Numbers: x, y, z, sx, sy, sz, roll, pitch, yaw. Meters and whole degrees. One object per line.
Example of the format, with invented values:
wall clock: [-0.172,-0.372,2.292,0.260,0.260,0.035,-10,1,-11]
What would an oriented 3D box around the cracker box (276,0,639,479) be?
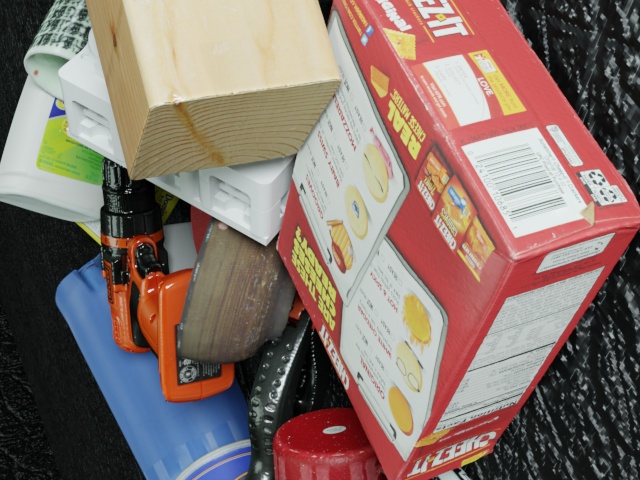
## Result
cracker box: [0.051,-0.003,0.513,0.214,0.072,0.164,104,146,-53]

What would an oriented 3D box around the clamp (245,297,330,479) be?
clamp: [-0.021,0.139,0.765,0.036,0.164,0.210,13,101,20]

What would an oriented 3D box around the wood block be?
wood block: [-0.069,-0.145,0.519,0.091,0.090,0.206,131,126,-66]

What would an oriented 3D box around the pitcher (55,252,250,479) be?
pitcher: [-0.144,0.128,1.022,0.243,0.148,0.145,60,139,26]

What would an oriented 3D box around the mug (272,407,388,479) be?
mug: [0.021,0.161,0.684,0.117,0.093,0.081,9,109,45]

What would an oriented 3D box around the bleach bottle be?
bleach bottle: [-0.217,-0.148,0.952,0.068,0.102,0.251,-4,73,50]

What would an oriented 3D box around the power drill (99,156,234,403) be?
power drill: [-0.126,0.028,0.833,0.188,0.057,0.184,-142,45,-58]
